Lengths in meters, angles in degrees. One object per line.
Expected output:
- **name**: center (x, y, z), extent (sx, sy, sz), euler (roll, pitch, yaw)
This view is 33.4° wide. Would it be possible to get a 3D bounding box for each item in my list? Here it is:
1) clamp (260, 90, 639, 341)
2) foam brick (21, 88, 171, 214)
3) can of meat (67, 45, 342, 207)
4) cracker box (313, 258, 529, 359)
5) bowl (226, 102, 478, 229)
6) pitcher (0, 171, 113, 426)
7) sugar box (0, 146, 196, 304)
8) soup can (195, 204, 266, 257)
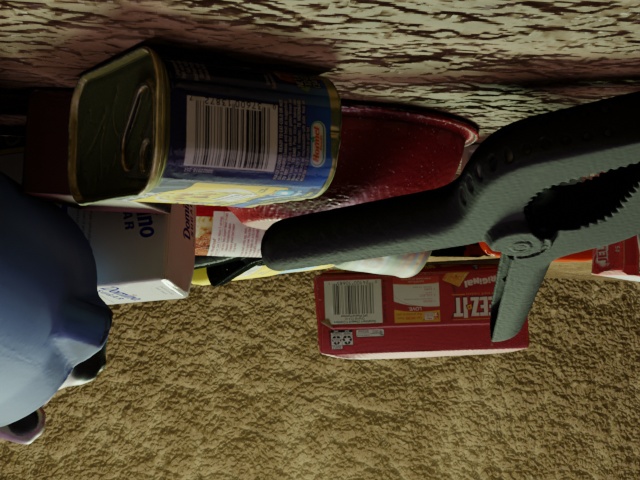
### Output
- **clamp**: center (0.096, -0.007, 0.502), extent (0.164, 0.036, 0.210), euler (23, 144, -36)
- **foam brick**: center (-0.108, -0.043, 0.533), extent (0.053, 0.051, 0.078), euler (3, 176, 8)
- **can of meat**: center (-0.051, -0.043, 0.453), extent (0.083, 0.057, 0.102), euler (2, 177, -31)
- **cracker box**: center (0.088, 0.054, 0.917), extent (0.164, 0.072, 0.213), euler (-3, 180, 7)
- **bowl**: center (0.004, -0.034, 0.578), extent (0.162, 0.055, 0.162), euler (2, 176, 0)
- **pitcher**: center (-0.211, 0.000, 0.462), extent (0.149, 0.145, 0.242), euler (-31, 159, 1)
- **sugar box**: center (-0.159, -0.008, 0.615), extent (0.176, 0.093, 0.048), euler (-4, 161, 14)
- **soup can**: center (-0.047, -0.023, 0.686), extent (0.102, 0.068, 0.068), euler (2, 177, -12)
